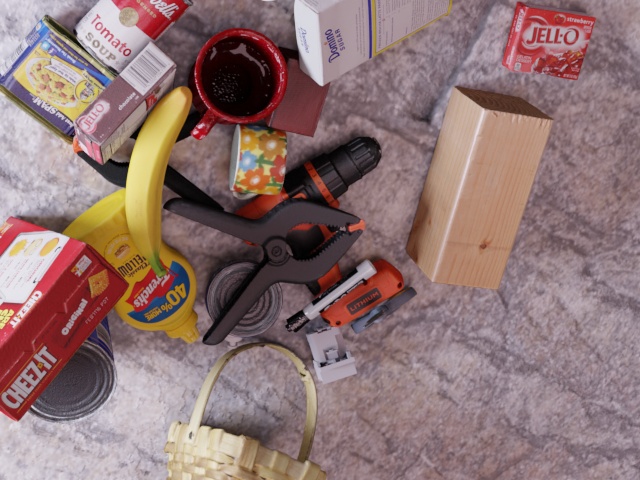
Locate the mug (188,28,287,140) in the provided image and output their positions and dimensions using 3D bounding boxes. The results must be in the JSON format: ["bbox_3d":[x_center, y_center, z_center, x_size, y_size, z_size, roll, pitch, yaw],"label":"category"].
[{"bbox_3d":[-0.094,-0.151,1.076,0.093,0.082,0.117,33,81,-14],"label":"mug"}]

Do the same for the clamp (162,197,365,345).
[{"bbox_3d":[-0.057,0.001,1.139,0.210,0.036,0.164,-23,105,-7],"label":"clamp"}]

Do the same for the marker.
[{"bbox_3d":[0.010,0.064,1.194,0.121,0.020,0.020,-37,119,9],"label":"marker"}]

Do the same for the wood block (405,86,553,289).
[{"bbox_3d":[0.177,-0.059,1.208,0.090,0.090,0.206,7,112,-20],"label":"wood block"}]

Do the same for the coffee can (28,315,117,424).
[{"bbox_3d":[-0.273,0.113,1.133,0.102,0.140,0.103,-6,116,-13],"label":"coffee can"}]

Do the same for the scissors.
[{"bbox_3d":[0.054,0.092,1.209,0.096,0.201,0.016,-35,85,26],"label":"scissors"}]

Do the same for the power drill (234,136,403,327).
[{"bbox_3d":[0.020,-0.007,1.208,0.184,0.057,0.187,-31,116,5],"label":"power drill"}]

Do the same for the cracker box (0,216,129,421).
[{"bbox_3d":[-0.297,0.070,1.040,0.072,0.214,0.164,47,72,-31],"label":"cracker box"}]

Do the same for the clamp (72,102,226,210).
[{"bbox_3d":[-0.170,-0.101,1.121,0.171,0.039,0.120,13,93,-19],"label":"clamp"}]

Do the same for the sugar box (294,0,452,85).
[{"bbox_3d":[0.055,-0.236,1.071,0.176,0.048,0.093,-30,143,-21],"label":"sugar box"}]

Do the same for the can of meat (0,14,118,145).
[{"bbox_3d":[-0.261,-0.160,1.057,0.102,0.057,0.084,39,97,-28],"label":"can of meat"}]

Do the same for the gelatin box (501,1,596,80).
[{"bbox_3d":[0.253,-0.221,1.187,0.089,0.030,0.073,5,113,-18],"label":"gelatin box"}]

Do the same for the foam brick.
[{"bbox_3d":[-0.026,-0.158,1.126,0.051,0.053,0.078,10,112,-20],"label":"foam brick"}]

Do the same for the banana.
[{"bbox_3d":[-0.165,-0.065,1.079,0.037,0.070,0.198,-20,125,-54],"label":"banana"}]

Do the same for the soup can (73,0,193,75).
[{"bbox_3d":[-0.184,-0.219,1.045,0.102,0.068,0.068,-44,118,8],"label":"soup can"}]

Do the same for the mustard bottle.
[{"bbox_3d":[-0.191,0.042,1.169,0.096,0.058,0.191,-38,119,-7],"label":"mustard bottle"}]

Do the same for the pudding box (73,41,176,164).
[{"bbox_3d":[-0.192,-0.133,1.050,0.039,0.090,0.113,43,77,-2],"label":"pudding box"}]

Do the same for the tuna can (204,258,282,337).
[{"bbox_3d":[-0.085,0.064,1.179,0.086,0.034,0.086,0,93,-8],"label":"tuna can"}]
